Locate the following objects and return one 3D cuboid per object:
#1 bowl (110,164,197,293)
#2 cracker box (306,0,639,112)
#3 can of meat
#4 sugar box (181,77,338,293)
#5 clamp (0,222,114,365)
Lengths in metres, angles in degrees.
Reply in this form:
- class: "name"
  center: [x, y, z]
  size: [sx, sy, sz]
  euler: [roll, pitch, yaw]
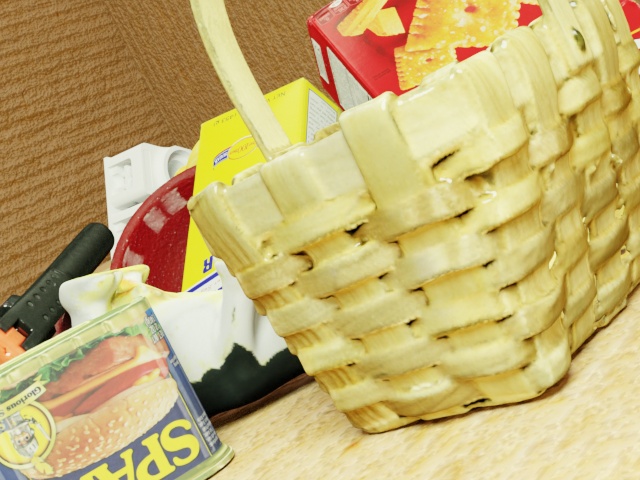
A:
- class: "bowl"
  center: [-0.062, 0.022, 0.736]
  size: [0.162, 0.162, 0.055]
  euler: [-26, -36, 4]
- class: "cracker box"
  center: [0.110, -0.099, 0.648]
  size: [0.164, 0.072, 0.214]
  euler: [-27, 46, -8]
- class: "can of meat"
  center: [-0.103, 0.083, 0.475]
  size: [0.102, 0.084, 0.058]
  euler: [-29, 6, -25]
- class: "sugar box"
  center: [-0.038, -0.009, 0.670]
  size: [0.093, 0.048, 0.176]
  euler: [-21, 50, 33]
- class: "clamp"
  center: [-0.193, 0.062, 0.662]
  size: [0.164, 0.036, 0.210]
  euler: [-48, 10, 0]
